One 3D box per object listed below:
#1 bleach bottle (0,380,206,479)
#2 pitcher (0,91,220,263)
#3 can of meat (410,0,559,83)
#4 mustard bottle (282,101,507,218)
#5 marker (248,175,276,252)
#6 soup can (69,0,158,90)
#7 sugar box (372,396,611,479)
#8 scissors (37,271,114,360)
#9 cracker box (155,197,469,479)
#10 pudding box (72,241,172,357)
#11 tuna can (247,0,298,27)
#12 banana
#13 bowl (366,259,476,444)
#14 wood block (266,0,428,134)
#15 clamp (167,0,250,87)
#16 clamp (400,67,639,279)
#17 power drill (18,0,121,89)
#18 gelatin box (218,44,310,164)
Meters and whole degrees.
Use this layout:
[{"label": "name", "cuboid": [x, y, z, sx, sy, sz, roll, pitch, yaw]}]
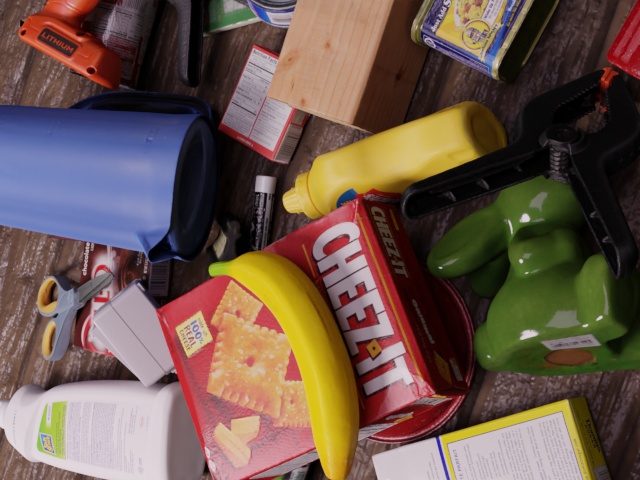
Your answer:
[{"label": "bleach bottle", "cuboid": [-0.225, 0.176, 1.041, 0.251, 0.068, 0.102, 3, 87, 33]}, {"label": "pitcher", "cuboid": [-0.218, -0.069, 0.984, 0.243, 0.149, 0.145, 8, 100, 11]}, {"label": "can of meat", "cuboid": [0.136, -0.188, 0.861, 0.084, 0.057, 0.102, 33, 103, 27]}, {"label": "mustard bottle", "cuboid": [0.052, -0.057, 0.876, 0.192, 0.096, 0.058, -17, 78, 29]}, {"label": "marker", "cuboid": [-0.056, 0.001, 0.980, 0.020, 0.020, 0.121, 6, 89, 31]}, {"label": "soup can", "cuboid": [-0.203, -0.207, 1.059, 0.069, 0.068, 0.102, 17, 94, 31]}, {"label": "sugar box", "cuboid": [0.133, 0.190, 0.835, 0.176, 0.048, 0.093, -22, 75, 31]}, {"label": "scissors", "cuboid": [-0.239, 0.075, 1.033, 0.202, 0.016, 0.096, 2, 88, 59]}, {"label": "cracker box", "cuboid": [-0.013, 0.086, 0.851, 0.214, 0.072, 0.164, -29, 71, 25]}, {"label": "pudding box", "cuboid": [-0.194, 0.058, 1.046, 0.090, 0.039, 0.113, 7, 90, 31]}, {"label": "tuna can", "cuboid": [-0.029, -0.234, 0.945, 0.086, 0.033, 0.086, -3, 74, 12]}, {"label": "banana", "cuboid": [-0.014, 0.078, 0.792, 0.070, 0.037, 0.198, -49, 61, 36]}, {"label": "bowl", "cuboid": [0.045, 0.090, 0.891, 0.162, 0.055, 0.162, -3, 84, 31]}, {"label": "wood block", "cuboid": [0.043, -0.199, 0.898, 0.090, 0.090, 0.206, 22, 97, 30]}, {"label": "clamp", "cuboid": [-0.103, -0.242, 1.004, 0.120, 0.039, 0.171, -23, 78, 15]}, {"label": "clamp", "cuboid": [0.162, -0.060, 0.763, 0.165, 0.209, 0.036, 13, 135, 21]}, {"label": "power drill", "cuboid": [-0.182, -0.239, 0.987, 0.185, 0.057, 0.187, 29, 92, 22]}, {"label": "gelatin box", "cuboid": [-0.044, -0.125, 0.979, 0.073, 0.030, 0.089, 31, 102, 31]}]
